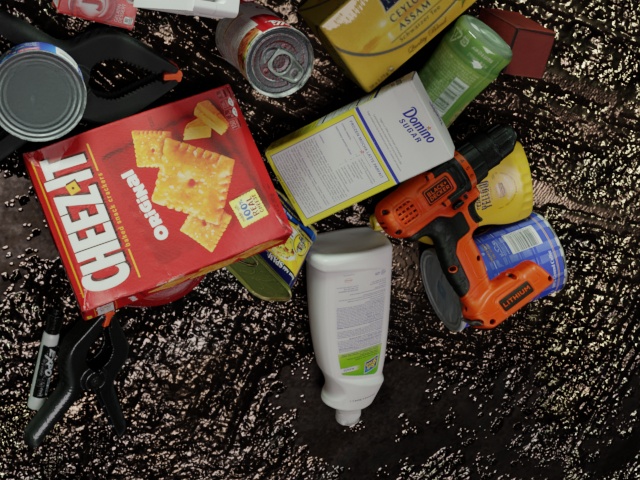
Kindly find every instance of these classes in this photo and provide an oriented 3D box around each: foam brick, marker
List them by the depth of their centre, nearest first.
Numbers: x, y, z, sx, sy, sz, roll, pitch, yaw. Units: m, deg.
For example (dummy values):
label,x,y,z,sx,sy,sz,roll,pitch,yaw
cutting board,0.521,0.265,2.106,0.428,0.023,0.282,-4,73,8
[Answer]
label,x,y,z,sx,sy,sz,roll,pitch,yaw
marker,-0.291,0.125,1.133,0.020,0.020,0.121,6,113,-27
foam brick,0.204,-0.213,1.146,0.052,0.078,0.051,3,116,-25

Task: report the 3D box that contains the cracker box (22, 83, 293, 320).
label,x,y,z,sx,sy,sz,roll,pitch,yaw
cracker box,-0.156,-0.039,1.029,0.213,0.072,0.164,-21,83,-14

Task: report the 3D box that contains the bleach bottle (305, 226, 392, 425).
label,x,y,z,sx,sy,sz,roll,pitch,yaw
bleach bottle,0.028,0.110,1.244,0.102,0.068,0.251,-10,121,-20

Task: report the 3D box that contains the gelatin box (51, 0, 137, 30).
label,x,y,z,sx,sy,sz,roll,pitch,yaw
gelatin box,-0.199,-0.245,0.977,0.073,0.030,0.089,9,111,-27

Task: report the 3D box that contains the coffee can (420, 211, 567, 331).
label,x,y,z,sx,sy,sz,roll,pitch,yaw
coffee can,0.203,0.036,1.257,0.140,0.103,0.103,-20,122,-14

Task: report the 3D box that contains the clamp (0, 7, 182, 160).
label,x,y,z,sx,sy,sz,roll,pitch,yaw
clamp,-0.237,-0.161,0.999,0.209,0.036,0.164,-12,120,-14

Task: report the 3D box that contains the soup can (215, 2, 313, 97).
label,x,y,z,sx,sy,sz,roll,pitch,yaw
soup can,-0.056,-0.185,1.028,0.068,0.102,0.068,-10,119,-19

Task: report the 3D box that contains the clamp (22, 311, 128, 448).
label,x,y,z,sx,sy,sz,roll,pitch,yaw
clamp,-0.258,0.149,1.143,0.120,0.039,0.171,-13,119,-42

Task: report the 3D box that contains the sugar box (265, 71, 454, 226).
label,x,y,z,sx,sy,sz,roll,pitch,yaw
sugar box,0.040,-0.093,1.098,0.176,0.048,0.093,-24,107,18

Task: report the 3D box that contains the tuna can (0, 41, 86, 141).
label,x,y,z,sx,sy,sz,roll,pitch,yaw
tuna can,-0.256,-0.135,0.965,0.086,0.034,0.086,-6,118,-12

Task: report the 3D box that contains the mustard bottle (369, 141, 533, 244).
label,x,y,z,sx,sy,sz,roll,pitch,yaw
mustard bottle,0.145,-0.047,1.215,0.191,0.058,0.096,-18,111,-14

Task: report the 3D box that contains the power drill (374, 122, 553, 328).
label,x,y,z,sx,sy,sz,roll,pitch,yaw
power drill,0.174,-0.013,1.165,0.184,0.057,0.187,-35,99,-10

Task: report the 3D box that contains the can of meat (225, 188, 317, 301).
label,x,y,z,sx,sy,sz,roll,pitch,yaw
can of meat,-0.058,0.001,1.131,0.102,0.058,0.084,48,54,-35
